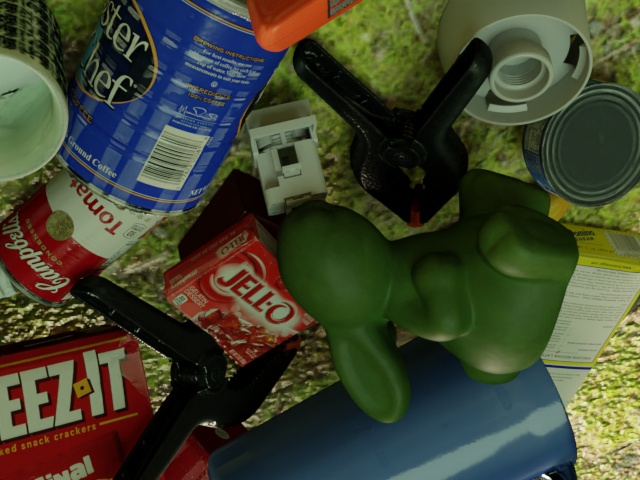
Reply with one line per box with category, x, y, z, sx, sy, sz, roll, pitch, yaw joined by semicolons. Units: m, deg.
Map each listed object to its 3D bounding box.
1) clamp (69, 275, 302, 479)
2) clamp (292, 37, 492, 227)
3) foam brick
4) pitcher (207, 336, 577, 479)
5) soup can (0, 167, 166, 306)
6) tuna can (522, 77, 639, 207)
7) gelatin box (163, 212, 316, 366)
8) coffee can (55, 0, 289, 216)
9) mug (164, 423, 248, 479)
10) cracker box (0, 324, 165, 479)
clamp;-0.088;0.102;0.741;0.209;0.036;0.164;-2;95;-53
clamp;0.063;-0.070;0.688;0.120;0.039;0.171;3;148;25
foam brick;-0.055;0.001;0.731;0.052;0.051;0.078;25;118;-29
pitcher;0.053;0.157;0.755;0.242;0.149;0.145;-26;116;-5
soup can;-0.150;-0.014;0.681;0.102;0.068;0.068;-38;128;17
tuna can;0.182;-0.068;0.730;0.086;0.034;0.086;-5;108;-16
gelatin box;-0.049;0.035;0.704;0.073;0.030;0.089;-32;129;12
coffee can;-0.082;-0.099;0.607;0.102;0.103;0.140;18;122;-27
mug;-0.093;0.188;0.839;0.082;0.117;0.093;-47;164;17
cracker box;-0.189;0.177;0.722;0.163;0.072;0.214;-11;93;-33
